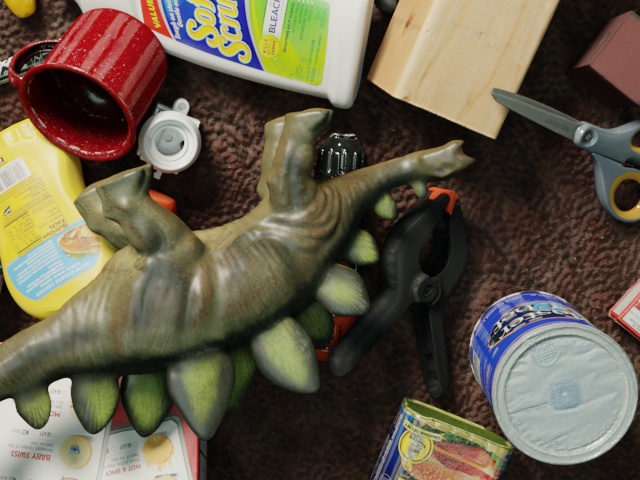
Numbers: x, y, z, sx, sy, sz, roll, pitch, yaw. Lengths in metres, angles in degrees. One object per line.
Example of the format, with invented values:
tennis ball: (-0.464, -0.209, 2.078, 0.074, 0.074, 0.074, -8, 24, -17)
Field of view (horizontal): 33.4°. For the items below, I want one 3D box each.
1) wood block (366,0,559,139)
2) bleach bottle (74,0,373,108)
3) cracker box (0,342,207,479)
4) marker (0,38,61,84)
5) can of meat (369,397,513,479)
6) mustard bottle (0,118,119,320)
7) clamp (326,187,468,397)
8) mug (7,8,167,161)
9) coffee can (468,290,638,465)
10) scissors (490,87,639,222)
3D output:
wood block: (0.122, -0.193, 0.792, 0.090, 0.091, 0.206, 20, 103, -16)
bleach bottle: (-0.089, -0.176, 0.828, 0.251, 0.068, 0.103, 11, 114, 5)
cracker box: (-0.171, 0.186, 0.831, 0.164, 0.072, 0.213, -2, 69, 2)
marker: (-0.250, -0.137, 0.859, 0.121, 0.020, 0.020, -19, 96, 4)
can of meat: (0.097, 0.187, 0.874, 0.102, 0.057, 0.084, 22, 94, -2)
mustard bottle: (-0.205, 0.005, 0.832, 0.096, 0.058, 0.192, -30, 80, 6)
clamp: (0.082, 0.046, 0.857, 0.120, 0.039, 0.171, 27, 87, -40)
mug: (-0.178, -0.124, 0.810, 0.117, 0.081, 0.093, 14, 140, 11)
coffee can: (0.173, 0.100, 0.818, 0.103, 0.140, 0.103, 0, 97, 1)
scissors: (0.202, -0.062, 0.819, 0.201, 0.016, 0.096, 2, 113, -26)
